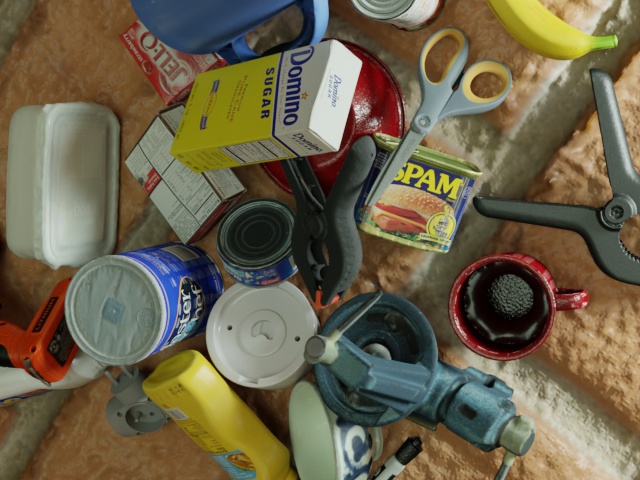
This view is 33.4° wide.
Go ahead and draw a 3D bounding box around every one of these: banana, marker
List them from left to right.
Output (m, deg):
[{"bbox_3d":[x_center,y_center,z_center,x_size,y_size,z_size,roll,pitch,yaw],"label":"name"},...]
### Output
[{"bbox_3d":[0.057,0.236,1.044,0.020,0.020,0.121,44,107,10],"label":"marker"},{"bbox_3d":[0.177,-0.229,0.948,0.069,0.037,0.198,-36,85,1],"label":"banana"}]

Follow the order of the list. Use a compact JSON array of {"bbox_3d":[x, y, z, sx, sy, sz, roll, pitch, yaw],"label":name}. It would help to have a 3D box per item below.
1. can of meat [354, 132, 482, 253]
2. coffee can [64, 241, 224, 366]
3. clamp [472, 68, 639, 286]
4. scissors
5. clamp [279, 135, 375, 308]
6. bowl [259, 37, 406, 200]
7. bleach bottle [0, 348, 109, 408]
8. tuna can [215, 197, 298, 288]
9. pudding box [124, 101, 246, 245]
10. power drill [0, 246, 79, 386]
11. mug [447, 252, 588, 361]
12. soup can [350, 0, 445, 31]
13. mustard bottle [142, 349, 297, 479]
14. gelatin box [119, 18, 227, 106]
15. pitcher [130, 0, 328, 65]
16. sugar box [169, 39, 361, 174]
[{"bbox_3d":[0.084,-0.042,0.974,0.102,0.057,0.084,17,105,-9],"label":"can of meat"},{"bbox_3d":[-0.168,0.058,1.038,0.103,0.140,0.103,2,96,18],"label":"coffee can"},{"bbox_3d":[0.262,-0.037,0.936,0.210,0.036,0.165,37,106,10],"label":"clamp"},{"bbox_3d":[0.109,-0.101,0.938,0.096,0.016,0.201,18,65,-1],"label":"scissors"},{"bbox_3d":[0.010,-0.022,0.951,0.120,0.039,0.171,6,110,53],"label":"clamp"},{"bbox_3d":[-0.003,-0.112,1.009,0.162,0.055,0.162,2,96,19],"label":"bowl"},{"bbox_3d":[-0.324,0.141,1.120,0.251,0.102,0.068,-16,78,19],"label":"bleach bottle"},{"bbox_3d":[-0.057,0.001,1.026,0.086,0.033,0.086,-7,55,9],"label":"tuna can"},{"bbox_3d":[-0.134,-0.064,1.050,0.113,0.039,0.090,52,135,5],"label":"pudding box"},{"bbox_3d":[-0.324,0.070,1.088,0.188,0.057,0.184,3,57,26],"label":"power drill"},{"bbox_3d":[0.179,0.053,0.951,0.117,0.081,0.093,-7,93,19],"label":"mug"},{"bbox_3d":[0.068,-0.224,0.948,0.069,0.102,0.068,2,96,19],"label":"soup can"},{"bbox_3d":[-0.086,0.192,1.047,0.191,0.058,0.096,49,148,-14],"label":"mustard bottle"},{"bbox_3d":[-0.146,-0.190,1.062,0.073,0.030,0.089,-36,84,19],"label":"gelatin box"},{"bbox_3d":[-0.051,-0.244,0.920,0.243,0.149,0.145,-10,68,53],"label":"pitcher"},{"bbox_3d":[-0.051,-0.117,0.949,0.177,0.048,0.093,-8,59,43],"label":"sugar box"}]
